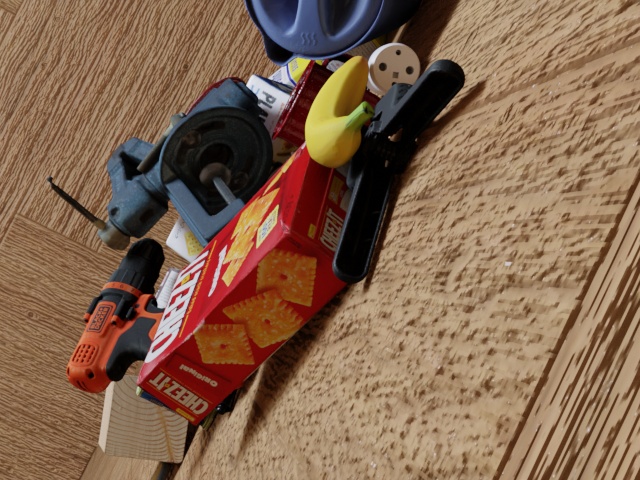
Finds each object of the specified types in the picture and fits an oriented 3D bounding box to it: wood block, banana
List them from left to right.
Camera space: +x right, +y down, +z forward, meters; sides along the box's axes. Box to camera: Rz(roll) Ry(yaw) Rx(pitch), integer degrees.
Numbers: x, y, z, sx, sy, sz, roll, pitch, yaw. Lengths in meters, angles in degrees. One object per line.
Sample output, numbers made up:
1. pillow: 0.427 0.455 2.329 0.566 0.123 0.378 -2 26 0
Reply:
1. wood block: -0.213 0.211 1.279 0.206 0.090 0.091 149 129 -74
2. banana: 0.017 -0.098 0.841 0.070 0.037 0.198 -40 17 14

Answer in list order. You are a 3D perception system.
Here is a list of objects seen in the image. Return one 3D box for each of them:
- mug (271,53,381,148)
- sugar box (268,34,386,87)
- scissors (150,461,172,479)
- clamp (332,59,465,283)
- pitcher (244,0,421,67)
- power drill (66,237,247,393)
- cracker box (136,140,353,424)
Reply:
1. mug: 0.012 -0.133 1.063 0.117 0.081 0.093 -67 9 -22
2. sugar box: -0.001 -0.214 1.306 0.176 0.048 0.093 -32 21 21
3. scissors: -0.217 0.332 1.252 0.202 0.016 0.096 -56 9 39
4. clamp: 0.045 -0.059 0.794 0.164 0.036 0.210 -64 8 7
5. pitcher: 0.033 -0.259 1.035 0.149 0.145 0.242 -12 10 20
6. power drill: -0.145 0.076 1.069 0.057 0.188 0.184 61 -141 -46
7. cracker box: -0.053 0.027 0.883 0.214 0.072 0.164 -44 18 31
